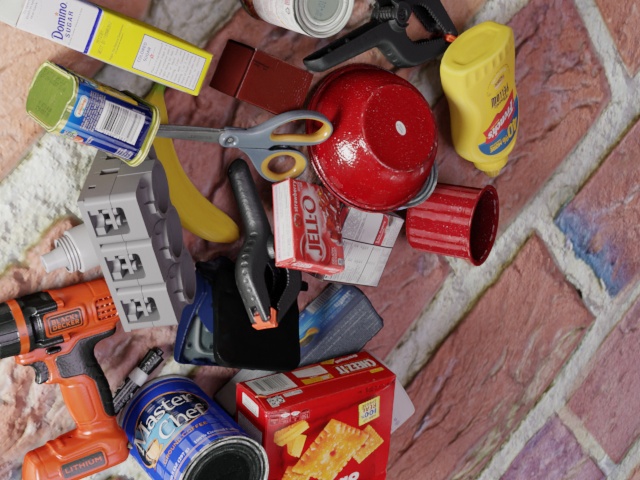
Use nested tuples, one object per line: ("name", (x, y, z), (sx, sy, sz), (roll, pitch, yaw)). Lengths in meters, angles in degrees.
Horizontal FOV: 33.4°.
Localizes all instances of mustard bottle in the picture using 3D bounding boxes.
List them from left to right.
("mustard bottle", (0.185, -0.145, 1.203), (0.096, 0.058, 0.191), (-46, 143, -26))

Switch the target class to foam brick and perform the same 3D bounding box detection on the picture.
("foam brick", (-0.057, -0.157, 1.045), (0.078, 0.051, 0.053), (19, 97, -39))

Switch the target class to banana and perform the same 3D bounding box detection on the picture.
("banana", (-0.135, -0.063, 1.039), (0.069, 0.037, 0.198), (-32, 125, -18))

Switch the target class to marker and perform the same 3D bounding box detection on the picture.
("marker", (-0.203, 0.159, 1.097), (0.121, 0.020, 0.020), (-51, 129, -7))

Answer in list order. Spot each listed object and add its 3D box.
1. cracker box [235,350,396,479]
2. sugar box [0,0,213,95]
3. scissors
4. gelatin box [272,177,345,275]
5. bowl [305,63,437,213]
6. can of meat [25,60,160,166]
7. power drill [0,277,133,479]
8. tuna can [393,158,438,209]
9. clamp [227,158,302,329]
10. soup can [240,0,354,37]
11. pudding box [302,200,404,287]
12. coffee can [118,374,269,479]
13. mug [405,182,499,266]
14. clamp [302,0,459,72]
("cracker box", (-0.008, 0.242, 1.159), (0.163, 0.072, 0.214), (-10, 116, -30))
("sugar box", (-0.190, -0.179, 0.915), (0.175, 0.093, 0.048), (19, 97, -39))
("scissors", (-0.084, -0.087, 1.037), (0.201, 0.016, 0.096), (-10, 139, -21))
("gelatin box", (-0.012, -0.013, 1.084), (0.073, 0.030, 0.089), (12, 67, -44))
("bowl", (0.067, -0.111, 1.108), (0.161, 0.055, 0.162), (4, 81, -30))
("can of meat", (-0.201, -0.112, 0.931), (0.083, 0.102, 0.057), (20, 97, -37))
("power drill", (-0.262, 0.140, 1.012), (0.184, 0.057, 0.188), (-16, 111, -27))
("tuna can", (0.084, -0.076, 1.169), (0.086, 0.034, 0.086), (3, 83, -25))
("clamp", (-0.057, 0.001, 1.085), (0.120, 0.039, 0.171), (25, 61, -30))
("soup can", (-0.023, -0.232, 1.003), (0.068, 0.102, 0.068), (-14, 117, -30))
("pudding box", (0.036, 0.002, 1.172), (0.113, 0.039, 0.090), (11, 104, -52))
("coffee can", (-0.132, 0.213, 1.092), (0.102, 0.140, 0.103), (-14, 117, -30))
("mug", (0.155, -0.025, 1.223), (0.117, 0.082, 0.093), (-21, 117, -58))
("clamp", (0.070, -0.244, 1.100), (0.209, 0.036, 0.164), (2, 98, -44))
